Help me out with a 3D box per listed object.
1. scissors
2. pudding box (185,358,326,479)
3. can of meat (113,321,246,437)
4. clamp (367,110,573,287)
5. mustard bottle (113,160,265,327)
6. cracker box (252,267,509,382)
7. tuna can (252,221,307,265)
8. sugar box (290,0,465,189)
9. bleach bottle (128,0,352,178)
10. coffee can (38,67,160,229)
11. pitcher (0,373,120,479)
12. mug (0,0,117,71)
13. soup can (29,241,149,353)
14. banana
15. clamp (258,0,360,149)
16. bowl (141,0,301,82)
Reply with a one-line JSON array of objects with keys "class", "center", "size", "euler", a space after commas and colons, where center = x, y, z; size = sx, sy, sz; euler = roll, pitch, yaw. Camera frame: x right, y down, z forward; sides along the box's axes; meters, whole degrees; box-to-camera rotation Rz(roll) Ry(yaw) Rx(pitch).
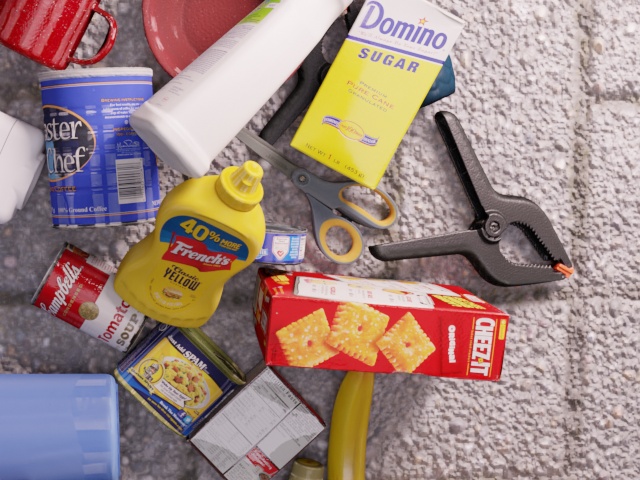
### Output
[{"class": "scissors", "center": [-0.020, -0.041, 1.042], "size": [0.201, 0.016, 0.096], "euler": [19, 99, -19]}, {"class": "pudding box", "center": [-0.065, 0.188, 1.062], "size": [0.113, 0.039, 0.090], "euler": [-42, 99, -4]}, {"class": "can of meat", "center": [-0.137, 0.129, 1.037], "size": [0.084, 0.057, 0.102], "euler": [-44, 99, 0]}, {"class": "clamp", "center": [0.167, -0.024, 1.074], "size": [0.209, 0.036, 0.164], "euler": [22, 85, -14]}, {"class": "mustard bottle", "center": [-0.104, -0.002, 0.945], "size": [0.096, 0.058, 0.192], "euler": [27, 129, -16]}, {"class": "cracker box", "center": [0.048, 0.078, 1.004], "size": [0.213, 0.164, 0.072], "euler": [6, 96, -9]}, {"class": "tuna can", "center": [-0.057, 0.001, 1.021], "size": [0.086, 0.086, 0.034], "euler": [5, 96, -9]}, {"class": "sugar box", "center": [0.053, -0.146, 0.996], "size": [0.093, 0.048, 0.176], "euler": [28, 102, -1]}, {"class": "bleach bottle", "center": [-0.051, -0.166, 0.933], "size": [0.250, 0.103, 0.068], "euler": [-45, 117, -10]}, {"class": "coffee can", "center": [-0.201, -0.085, 0.983], "size": [0.102, 0.103, 0.140], "euler": [-4, 96, -8]}, {"class": "pitcher", "center": [-0.308, 0.192, 0.979], "size": [0.242, 0.145, 0.149], "euler": [-2, 96, -11]}, {"class": "mug", "center": [-0.242, -0.202, 0.972], "size": [0.117, 0.093, 0.081], "euler": [28, 96, -2]}, {"class": "soup can", "center": [-0.214, 0.055, 1.013], "size": [0.102, 0.068, 0.068], "euler": [30, 90, -10]}, {"class": "banana", "center": [0.033, 0.209, 1.063], "size": [0.037, 0.070, 0.198], "euler": [0, 94, -25]}, {"class": "clamp", "center": [0.000, -0.155, 1.039], "size": [0.120, 0.039, 0.171], "euler": [-1, 98, -13]}, {"class": "bowl", "center": [-0.088, -0.212, 1.011], "size": [0.162, 0.055, 0.162], "euler": [-1, 95, -8]}]
